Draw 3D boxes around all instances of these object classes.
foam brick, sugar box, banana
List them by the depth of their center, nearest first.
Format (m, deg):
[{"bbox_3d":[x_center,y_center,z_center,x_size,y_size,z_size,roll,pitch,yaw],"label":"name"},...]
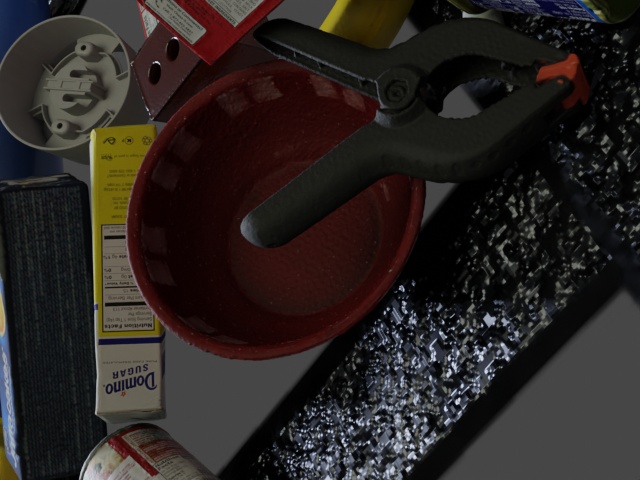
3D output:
[{"bbox_3d":[0.004,-0.105,0.591,0.198,0.037,0.069,-53,32,28],"label":"banana"},{"bbox_3d":[-0.071,-0.113,0.662,0.078,0.051,0.053,-46,53,34],"label":"foam brick"},{"bbox_3d":[-0.119,0.024,0.673,0.093,0.048,0.176,119,146,-76],"label":"sugar box"}]

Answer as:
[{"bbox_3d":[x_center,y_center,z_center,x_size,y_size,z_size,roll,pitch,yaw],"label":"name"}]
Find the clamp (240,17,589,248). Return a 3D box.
[{"bbox_3d":[0.035,-0.052,0.497,0.172,0.039,0.120,2,78,29],"label":"clamp"}]

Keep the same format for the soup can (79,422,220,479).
[{"bbox_3d":[-0.089,0.160,0.628,0.102,0.068,0.068,27,104,46],"label":"soup can"}]

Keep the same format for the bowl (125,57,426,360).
[{"bbox_3d":[-0.018,-0.011,0.555,0.162,0.055,0.162,-7,69,18],"label":"bowl"}]
